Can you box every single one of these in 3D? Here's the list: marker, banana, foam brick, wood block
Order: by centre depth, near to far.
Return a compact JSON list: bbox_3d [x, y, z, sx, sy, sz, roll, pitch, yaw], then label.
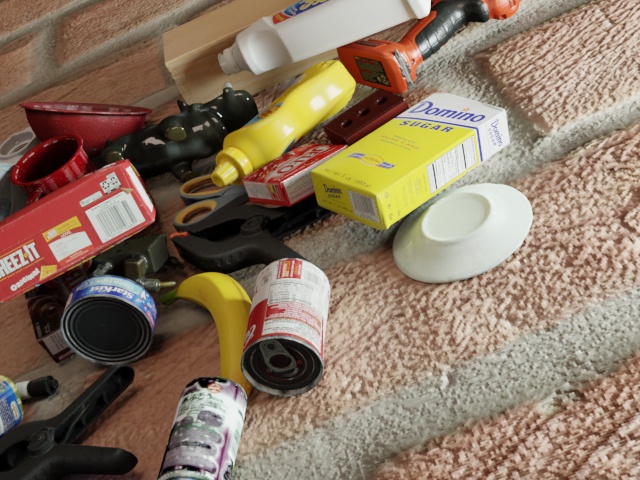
[{"bbox_3d":[-0.088,0.076,0.966,0.070,0.037,0.198,-55,33,6],"label":"banana"},{"bbox_3d":[-0.305,0.149,1.027,0.121,0.020,0.020,-13,37,19],"label":"marker"},{"bbox_3d":[0.054,-0.110,1.087,0.078,0.051,0.053,-34,29,-10],"label":"foam brick"},{"bbox_3d":[-0.083,-0.243,1.319,0.206,0.090,0.091,-23,35,5],"label":"wood block"}]

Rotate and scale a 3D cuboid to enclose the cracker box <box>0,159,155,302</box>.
[{"bbox_3d":[-0.254,-0.017,1.082,0.164,0.072,0.214,-29,9,-5],"label":"cracker box"}]

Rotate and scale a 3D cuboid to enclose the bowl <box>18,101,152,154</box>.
[{"bbox_3d":[-0.288,-0.138,1.314,0.162,0.055,0.162,3,10,-1],"label":"bowl"}]

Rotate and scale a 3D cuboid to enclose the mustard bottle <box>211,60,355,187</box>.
[{"bbox_3d":[-0.048,-0.116,1.132,0.191,0.058,0.096,-44,11,-34],"label":"mustard bottle"}]

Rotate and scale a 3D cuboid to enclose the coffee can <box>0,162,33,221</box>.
[{"bbox_3d":[-0.420,-0.044,1.277,0.141,0.102,0.102,6,47,39],"label":"coffee can"}]

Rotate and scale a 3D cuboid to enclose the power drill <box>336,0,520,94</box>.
[{"bbox_3d":[0.110,-0.251,1.228,0.187,0.057,0.185,-41,33,-17],"label":"power drill"}]

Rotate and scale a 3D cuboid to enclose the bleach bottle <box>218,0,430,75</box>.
[{"bbox_3d":[-0.003,-0.244,1.199,0.251,0.068,0.102,-21,28,19],"label":"bleach bottle"}]

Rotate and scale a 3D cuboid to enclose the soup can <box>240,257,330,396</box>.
[{"bbox_3d":[-0.027,0.071,0.899,0.069,0.068,0.102,-15,36,17],"label":"soup can"}]

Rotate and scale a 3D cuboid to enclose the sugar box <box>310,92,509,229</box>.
[{"bbox_3d":[0.086,-0.079,1.007,0.176,0.048,0.093,-37,39,-27],"label":"sugar box"}]

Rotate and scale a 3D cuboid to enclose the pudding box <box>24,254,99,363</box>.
[{"bbox_3d":[-0.246,0.064,1.079,0.090,0.039,0.114,-30,35,-6],"label":"pudding box"}]

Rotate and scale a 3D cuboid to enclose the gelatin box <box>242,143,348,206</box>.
[{"bbox_3d":[-0.022,-0.067,1.058,0.089,0.030,0.073,-31,23,-28],"label":"gelatin box"}]

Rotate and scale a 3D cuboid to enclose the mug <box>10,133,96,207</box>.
[{"bbox_3d":[-0.301,-0.056,1.231,0.093,0.081,0.117,-9,38,24],"label":"mug"}]

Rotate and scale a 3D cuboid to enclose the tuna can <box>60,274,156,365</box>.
[{"bbox_3d":[-0.196,0.074,0.992,0.086,0.086,0.033,-17,34,14],"label":"tuna can"}]

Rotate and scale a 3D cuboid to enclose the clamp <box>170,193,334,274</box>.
[{"bbox_3d":[-0.057,0.001,1.032,0.210,0.036,0.164,-10,33,23],"label":"clamp"}]

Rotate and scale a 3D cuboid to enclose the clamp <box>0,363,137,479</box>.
[{"bbox_3d":[-0.226,0.184,0.914,0.171,0.039,0.120,-33,30,2],"label":"clamp"}]

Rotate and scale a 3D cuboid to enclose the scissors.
[{"bbox_3d":[-0.076,-0.043,1.124,0.202,0.016,0.096,1,45,35],"label":"scissors"}]

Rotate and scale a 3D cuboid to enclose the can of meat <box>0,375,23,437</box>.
[{"bbox_3d":[-0.335,0.165,0.974,0.102,0.057,0.083,-5,17,28],"label":"can of meat"}]
